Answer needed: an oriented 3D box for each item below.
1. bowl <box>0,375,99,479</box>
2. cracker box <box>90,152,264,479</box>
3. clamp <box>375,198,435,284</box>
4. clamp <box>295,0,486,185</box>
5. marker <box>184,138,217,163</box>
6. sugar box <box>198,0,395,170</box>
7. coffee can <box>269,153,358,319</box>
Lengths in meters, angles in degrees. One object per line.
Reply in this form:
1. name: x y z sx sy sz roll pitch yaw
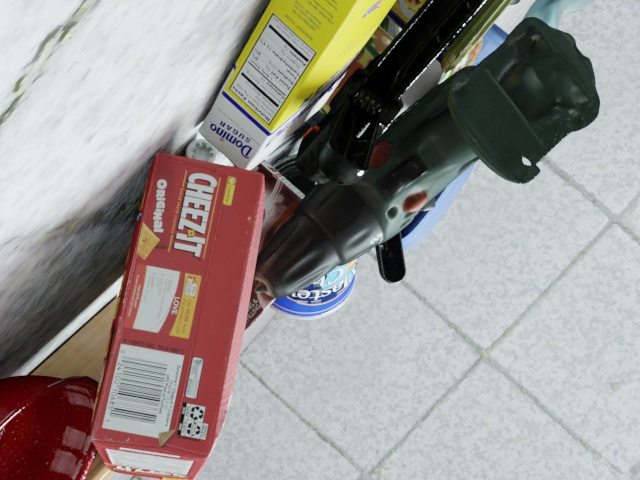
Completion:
1. bowl: -0.201 0.140 0.643 0.162 0.055 0.162 -51 160 -27
2. cracker box: -0.088 0.060 0.667 0.214 0.072 0.164 118 -18 -72
3. clamp: 0.060 -0.059 0.973 0.039 0.171 0.120 -5 152 -25
4. clamp: 0.024 -0.074 0.629 0.164 0.036 0.210 -54 -173 -24
5. marker: -0.083 -0.033 0.690 0.020 0.020 0.121 -47 176 -22
6. sugar box: 0.001 -0.117 0.583 0.093 0.048 0.176 -46 175 -38
7. coffee can: -0.011 -0.002 1.004 0.102 0.103 0.140 -46 163 -26
